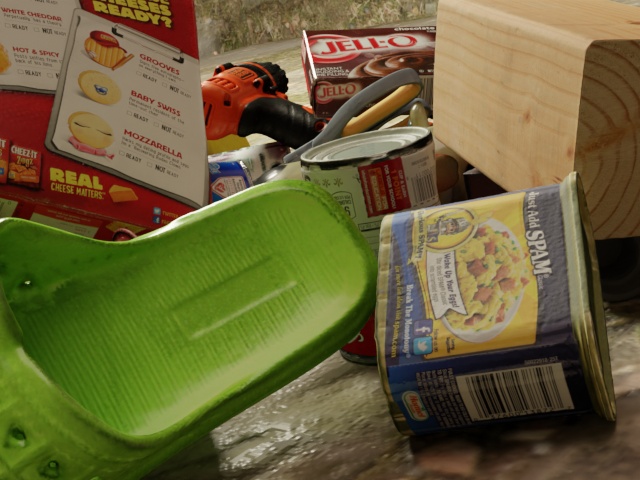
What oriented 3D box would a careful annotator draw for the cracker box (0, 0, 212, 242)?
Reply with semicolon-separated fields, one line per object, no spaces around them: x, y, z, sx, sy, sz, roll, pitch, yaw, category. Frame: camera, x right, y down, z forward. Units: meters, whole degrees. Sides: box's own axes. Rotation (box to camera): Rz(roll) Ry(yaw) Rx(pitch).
-0.153;-0.079;0.623;0.164;0.214;0.072;14;-43;-28;cracker box

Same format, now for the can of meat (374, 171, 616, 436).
0.070;0.027;0.432;0.084;0.057;0.102;-10;44;18;can of meat

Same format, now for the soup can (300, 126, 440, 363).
0.032;0.001;0.528;0.068;0.102;0.068;-12;14;3;soup can

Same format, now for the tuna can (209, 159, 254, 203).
-0.064;-0.007;0.664;0.033;0.086;0.086;-5;11;-19;tuna can

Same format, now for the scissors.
0.001;-0.059;0.782;0.202;0.016;0.096;-35;-22;27;scissors

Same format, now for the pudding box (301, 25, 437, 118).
0.044;-0.132;0.826;0.113;0.039;0.090;-2;35;-7;pudding box

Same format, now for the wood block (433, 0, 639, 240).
0.133;-0.076;0.559;0.090;0.090;0.206;-3;18;-11;wood block

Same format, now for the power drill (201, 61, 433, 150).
-0.004;-0.097;0.884;0.188;0.057;0.184;19;22;9;power drill
